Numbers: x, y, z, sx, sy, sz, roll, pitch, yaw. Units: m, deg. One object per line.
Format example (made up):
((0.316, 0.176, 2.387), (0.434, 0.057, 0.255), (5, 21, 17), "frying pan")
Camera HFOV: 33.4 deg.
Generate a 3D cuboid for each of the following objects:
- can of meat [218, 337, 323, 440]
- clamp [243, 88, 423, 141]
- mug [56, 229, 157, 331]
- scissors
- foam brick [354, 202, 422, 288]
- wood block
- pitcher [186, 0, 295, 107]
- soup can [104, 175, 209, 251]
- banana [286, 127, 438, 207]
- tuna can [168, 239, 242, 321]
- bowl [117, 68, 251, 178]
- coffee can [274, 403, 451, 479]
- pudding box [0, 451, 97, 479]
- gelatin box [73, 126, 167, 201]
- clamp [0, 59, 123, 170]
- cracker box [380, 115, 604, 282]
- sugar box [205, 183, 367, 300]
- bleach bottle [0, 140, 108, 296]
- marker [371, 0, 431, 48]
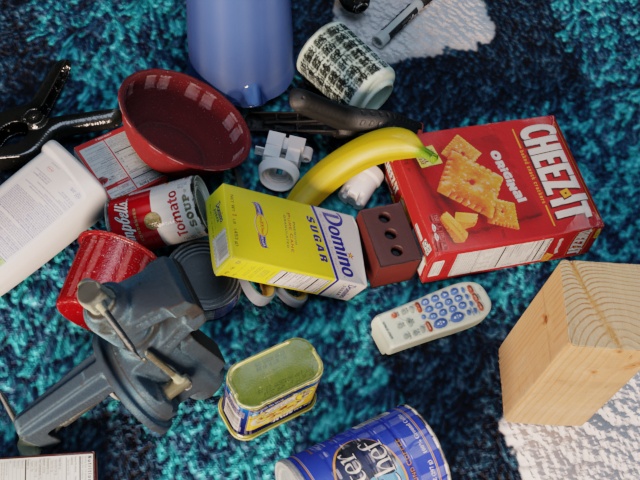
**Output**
((-0.050, 0.149, 1.078), (0.102, 0.084, 0.057), (-24, 67, -20), "can of meat")
((0.020, -0.137, 1.248), (0.209, 0.165, 0.036), (7, 85, -30), "clamp")
((-0.211, 0.050, 1.106), (0.117, 0.093, 0.081), (14, 64, 7), "mug")
((-0.058, 0.001, 1.195), (0.096, 0.016, 0.201), (27, 36, -26), "scissors")
((0.074, 0.005, 1.198), (0.053, 0.051, 0.078), (-11, 63, -16), "foam brick")
((0.253, 0.109, 1.077), (0.090, 0.206, 0.091), (4, 61, -7), "wood block")
((-0.097, -0.286, 1.227), (0.149, 0.243, 0.144), (29, 60, 16), "pitcher")
((-0.171, -0.026, 1.148), (0.102, 0.068, 0.068), (-15, 62, 9), "soup can")
((0.034, -0.080, 1.204), (0.198, 0.037, 0.069), (-25, 41, 18), "banana")
((-0.126, 0.044, 1.155), (0.086, 0.034, 0.086), (4, 60, -7), "tuna can")
((-0.162, -0.121, 1.212), (0.162, 0.055, 0.162), (21, 40, -19), "bowl")
((0.041, 0.233, 1.034), (0.140, 0.103, 0.103), (-22, 66, -20), "coffee can")
((-0.268, 0.251, 1.013), (0.113, 0.039, 0.090), (-1, 60, -11), "pudding box")
((-0.227, -0.081, 1.213), (0.073, 0.030, 0.089), (-28, 69, -24), "gelatin box")
((-0.313, -0.129, 1.219), (0.120, 0.039, 0.171), (32, 65, 26), "clamp")
((0.197, -0.053, 1.238), (0.213, 0.072, 0.164), (-10, 62, -14), "cracker box")
((-0.035, 0.003, 1.145), (0.175, 0.048, 0.093), (11, 56, -32), "sugar box")
((-0.348, 0.005, 1.128), (0.103, 0.068, 0.250), (42, 65, 15), "bleach bottle")
((0.110, -0.292, 1.391), (0.020, 0.020, 0.121), (38, 62, 12), "marker")
